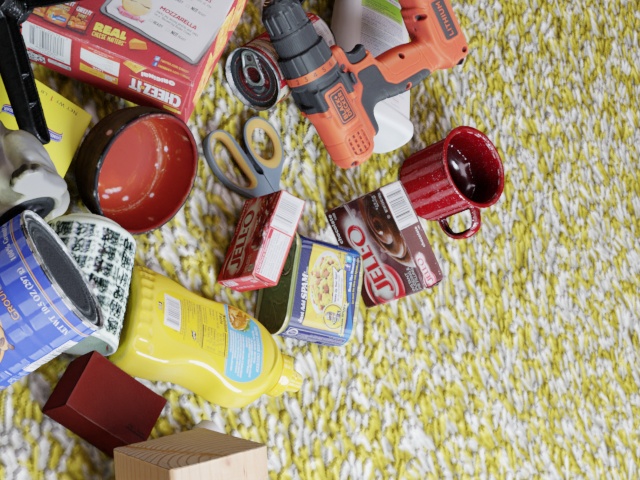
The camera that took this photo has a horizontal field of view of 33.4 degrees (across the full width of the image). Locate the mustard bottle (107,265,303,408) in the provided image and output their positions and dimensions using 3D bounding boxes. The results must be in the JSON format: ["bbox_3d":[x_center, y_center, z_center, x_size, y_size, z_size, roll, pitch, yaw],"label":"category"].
[{"bbox_3d":[-0.095,0.097,0.945,0.191,0.058,0.096,26,39,-31],"label":"mustard bottle"}]

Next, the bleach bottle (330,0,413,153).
[{"bbox_3d":[0.059,-0.228,1.176,0.102,0.068,0.251,24,60,-32],"label":"bleach bottle"}]

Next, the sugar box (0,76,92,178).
[{"bbox_3d":[-0.264,-0.051,0.870,0.093,0.048,0.176,32,57,-26],"label":"sugar box"}]

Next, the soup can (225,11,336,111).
[{"bbox_3d":[-0.038,-0.183,1.078,0.102,0.069,0.068,-41,102,-40],"label":"soup can"}]

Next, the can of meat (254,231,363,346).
[{"bbox_3d":[-0.009,0.048,1.024,0.083,0.058,0.102,15,76,-32],"label":"can of meat"}]

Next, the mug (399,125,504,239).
[{"bbox_3d":[0.144,-0.058,1.173,0.093,0.082,0.117,-9,81,-40],"label":"mug"}]

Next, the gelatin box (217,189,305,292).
[{"bbox_3d":[-0.057,0.001,0.991,0.030,0.073,0.089,28,70,-26],"label":"gelatin box"}]

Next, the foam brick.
[{"bbox_3d":[-0.177,0.136,0.874,0.078,0.051,0.053,40,56,-21],"label":"foam brick"}]

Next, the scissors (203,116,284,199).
[{"bbox_3d":[-0.036,-0.041,1.066,0.201,0.016,0.096,48,55,-16],"label":"scissors"}]

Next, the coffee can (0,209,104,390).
[{"bbox_3d":[-0.243,0.057,0.771,0.140,0.103,0.103,-32,98,0],"label":"coffee can"}]

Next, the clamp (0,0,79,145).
[{"bbox_3d":[-0.243,-0.195,0.860,0.210,0.036,0.164,39,89,20],"label":"clamp"}]

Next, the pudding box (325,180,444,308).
[{"bbox_3d":[0.065,0.005,1.084,0.039,0.090,0.113,-22,89,-42],"label":"pudding box"}]

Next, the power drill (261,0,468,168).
[{"bbox_3d":[0.045,-0.191,1.047,0.187,0.057,0.184,-37,116,-19],"label":"power drill"}]

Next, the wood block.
[{"bbox_3d":[-0.097,0.263,0.837,0.090,0.091,0.206,-6,95,-40],"label":"wood block"}]

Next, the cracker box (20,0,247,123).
[{"bbox_3d":[-0.154,-0.228,0.965,0.164,0.072,0.213,22,59,-2],"label":"cracker box"}]
